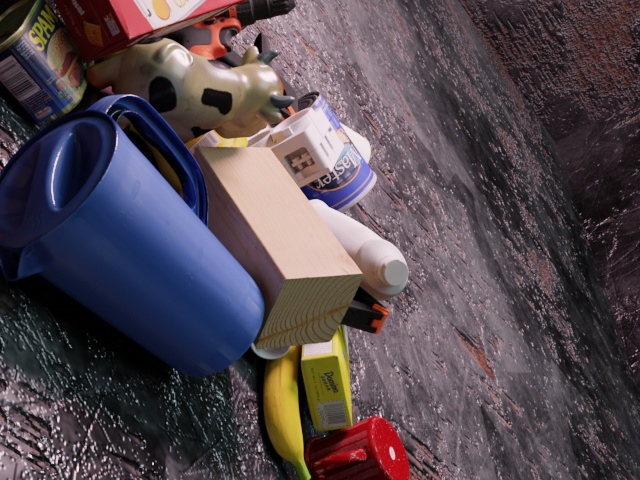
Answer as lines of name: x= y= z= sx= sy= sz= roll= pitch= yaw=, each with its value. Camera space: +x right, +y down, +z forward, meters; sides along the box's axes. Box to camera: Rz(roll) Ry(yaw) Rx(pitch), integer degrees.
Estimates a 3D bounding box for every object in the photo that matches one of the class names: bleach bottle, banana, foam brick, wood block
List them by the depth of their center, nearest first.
foam brick: x=-0.214 y=-0.122 z=1.013 sx=0.051 sy=0.053 sz=0.078 roll=48 pitch=25 yaw=-32
wood block: x=-0.057 y=0.002 z=1.054 sx=0.090 sy=0.090 sz=0.206 roll=-2 pitch=40 yaw=-35
banana: x=-0.037 y=0.156 z=1.121 sx=0.198 sy=0.037 sz=0.069 roll=-92 pitch=167 yaw=-46
bleach bottle: x=0.035 y=0.013 z=1.238 sx=0.102 sy=0.068 sz=0.251 roll=57 pitch=-12 yaw=-16

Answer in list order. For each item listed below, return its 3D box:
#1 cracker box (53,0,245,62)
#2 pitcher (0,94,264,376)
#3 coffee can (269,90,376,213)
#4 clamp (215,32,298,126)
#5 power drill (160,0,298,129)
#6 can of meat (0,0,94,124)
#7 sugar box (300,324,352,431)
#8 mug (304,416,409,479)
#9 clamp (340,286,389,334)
cracker box: x=-0.180 y=-0.278 z=1.031 sx=0.213 sy=0.072 sz=0.164 roll=-38 pitch=104 yaw=-54
pitcher: x=-0.148 y=0.005 z=0.901 sx=0.242 sy=0.149 sz=0.145 roll=48 pitch=11 yaw=-41
coffee can: x=-0.005 y=-0.112 z=1.418 sx=0.140 sy=0.103 sz=0.102 roll=55 pitch=22 yaw=-20
clamp: x=-0.075 y=-0.211 z=1.366 sx=0.120 sy=0.039 sz=0.171 roll=-23 pitch=68 yaw=-44
power drill: x=-0.107 y=-0.212 z=1.222 sx=0.057 sy=0.184 sz=0.187 roll=77 pitch=4 yaw=-63
can of meat: x=-0.255 y=-0.164 z=0.966 sx=0.084 sy=0.057 sz=0.102 roll=53 pitch=23 yaw=-30
sugar box: x=0.007 y=0.122 z=1.176 sx=0.176 sy=0.048 sz=0.093 roll=-85 pitch=166 yaw=-64
mug: x=0.036 y=0.235 z=1.123 sx=0.117 sy=0.082 sz=0.093 roll=26 pitch=41 yaw=-57
clamp: x=-0.022 y=0.037 z=1.165 sx=0.210 sy=0.036 sz=0.164 roll=25 pitch=19 yaw=4
